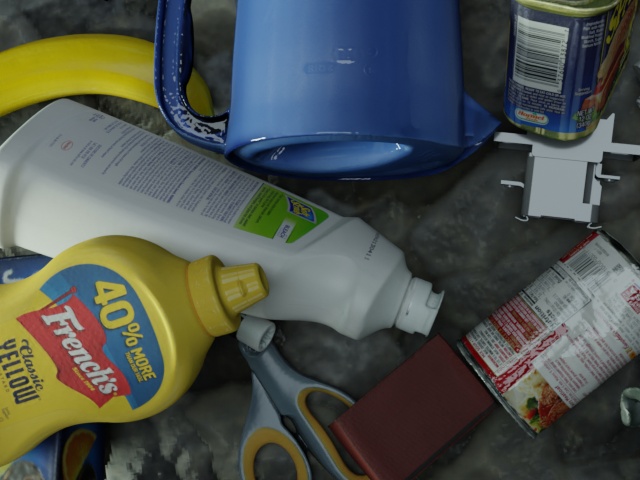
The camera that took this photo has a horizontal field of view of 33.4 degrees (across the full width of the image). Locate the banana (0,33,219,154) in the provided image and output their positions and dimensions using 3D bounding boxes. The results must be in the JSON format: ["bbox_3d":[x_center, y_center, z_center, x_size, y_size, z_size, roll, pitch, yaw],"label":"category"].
[{"bbox_3d":[-0.152,-0.094,0.659,0.198,0.037,0.069,4,85,9],"label":"banana"}]

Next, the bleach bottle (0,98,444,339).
[{"bbox_3d":[-0.054,0.001,0.601,0.251,0.102,0.068,21,125,4],"label":"bleach bottle"}]

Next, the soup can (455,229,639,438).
[{"bbox_3d":[0.135,0.050,0.585,0.102,0.068,0.068,-40,81,6],"label":"soup can"}]

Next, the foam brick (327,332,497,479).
[{"bbox_3d":[0.050,0.098,0.596,0.078,0.053,0.051,-39,83,-12],"label":"foam brick"}]

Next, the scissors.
[{"bbox_3d":[-0.047,0.082,0.643,0.202,0.016,0.096,44,95,10],"label":"scissors"}]

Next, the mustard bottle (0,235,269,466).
[{"bbox_3d":[-0.118,0.050,0.550,0.192,0.058,0.096,-19,98,9],"label":"mustard bottle"}]

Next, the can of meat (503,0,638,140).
[{"bbox_3d":[0.134,-0.115,0.564,0.057,0.084,0.102,17,48,21],"label":"can of meat"}]

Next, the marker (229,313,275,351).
[{"bbox_3d":[-0.082,0.031,0.638,0.121,0.020,0.020,26,92,20],"label":"marker"}]

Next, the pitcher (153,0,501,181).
[{"bbox_3d":[0.004,-0.157,0.591,0.145,0.148,0.243,-7,80,48],"label":"pitcher"}]
